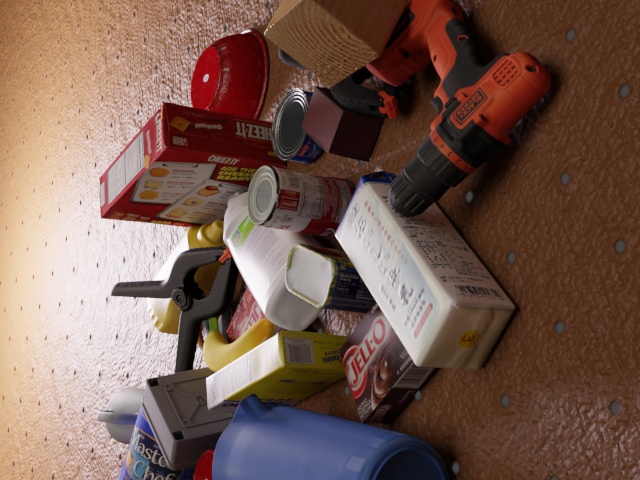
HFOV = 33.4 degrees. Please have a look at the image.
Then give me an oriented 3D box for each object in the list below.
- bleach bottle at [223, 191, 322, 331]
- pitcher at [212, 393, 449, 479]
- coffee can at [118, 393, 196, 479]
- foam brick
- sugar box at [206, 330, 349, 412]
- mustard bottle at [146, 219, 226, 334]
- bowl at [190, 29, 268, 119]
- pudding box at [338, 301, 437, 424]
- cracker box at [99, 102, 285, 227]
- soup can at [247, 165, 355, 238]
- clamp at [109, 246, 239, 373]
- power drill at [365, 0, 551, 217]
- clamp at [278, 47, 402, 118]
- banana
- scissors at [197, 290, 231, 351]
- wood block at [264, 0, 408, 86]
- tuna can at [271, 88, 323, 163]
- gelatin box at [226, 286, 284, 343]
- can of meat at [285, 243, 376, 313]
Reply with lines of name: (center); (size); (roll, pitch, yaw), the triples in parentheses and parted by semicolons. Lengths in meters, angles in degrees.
bleach bottle: (-0.058, 0.002, 1.256); (0.103, 0.068, 0.251); (-55, 33, 13)
pitcher: (0.013, 0.240, 1.032); (0.243, 0.149, 0.145); (-4, 64, 55)
coffee can: (-0.198, 0.275, 1.380); (0.103, 0.102, 0.140); (45, 121, 54)
foam brick: (0.023, -0.128, 1.164); (0.078, 0.052, 0.051); (48, 123, 52)
sugar box: (-0.046, 0.148, 1.170); (0.177, 0.093, 0.048); (-40, 50, 49)
mustard bottle: (-0.173, 0.038, 1.442); (0.192, 0.058, 0.096); (-52, 36, 39)
bowl: (-0.132, -0.211, 1.439); (0.162, 0.055, 0.162); (-22, 64, 55)
pudding box: (0.066, 0.113, 1.043); (0.114, 0.039, 0.090); (-55, 40, 37)
cracker box: (-0.168, -0.089, 1.363); (0.214, 0.163, 0.072); (-36, 55, 50)
soup can: (-0.020, -0.042, 1.165); (0.069, 0.102, 0.068); (-21, 65, 55)
clamp: (-0.181, 0.068, 1.382); (0.164, 0.036, 0.210); (46, 120, 11)
power drill: (0.107, -0.133, 0.990); (0.185, 0.057, 0.188); (-45, 45, 18)
clamp: (0.027, -0.185, 1.138); (0.120, 0.039, 0.171); (-29, 49, 7)
banana: (-0.103, 0.126, 1.255); (0.198, 0.037, 0.069); (-7, 85, 63)
scissors: (-0.118, 0.132, 1.367); (0.202, 0.016, 0.096); (38, 115, 55)
wood block: (0.040, -0.266, 1.050); (0.091, 0.090, 0.206); (-23, 35, 57)
tuna can: (-0.022, -0.134, 1.258); (0.086, 0.033, 0.086); (-22, 64, 55)
gelatin box: (-0.078, 0.104, 1.294); (0.089, 0.030, 0.073); (-62, 36, 30)
can of meat: (0.022, 0.040, 1.093); (0.102, 0.083, 0.057); (24, 103, 59)
